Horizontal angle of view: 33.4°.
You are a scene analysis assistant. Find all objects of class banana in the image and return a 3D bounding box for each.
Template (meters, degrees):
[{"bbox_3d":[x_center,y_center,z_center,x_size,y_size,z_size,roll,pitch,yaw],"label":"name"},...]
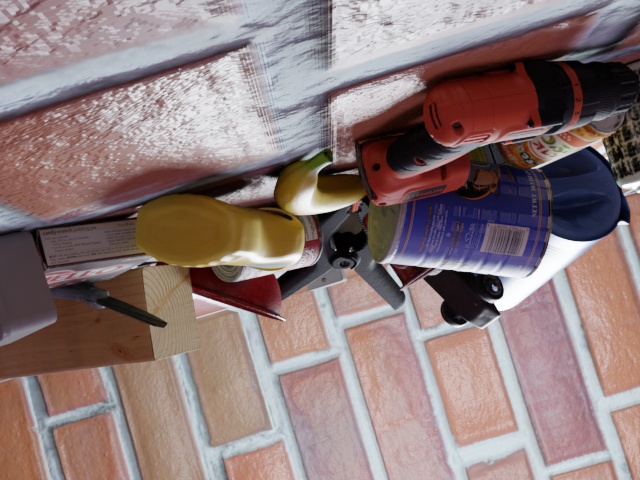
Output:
[{"bbox_3d":[-0.001,-0.045,0.940,0.070,0.037,0.197,-15,175,11],"label":"banana"}]

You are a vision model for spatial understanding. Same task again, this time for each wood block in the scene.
[{"bbox_3d":[-0.237,0.082,1.067,0.206,0.090,0.090,-9,178,23],"label":"wood block"}]

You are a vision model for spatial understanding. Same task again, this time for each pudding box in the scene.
[{"bbox_3d":[-0.204,0.013,0.889,0.113,0.039,0.090,-11,173,-43],"label":"pudding box"}]

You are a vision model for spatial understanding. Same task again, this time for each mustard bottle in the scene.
[{"bbox_3d":[-0.068,-0.003,0.917,0.096,0.058,0.191,2,178,25],"label":"mustard bottle"}]

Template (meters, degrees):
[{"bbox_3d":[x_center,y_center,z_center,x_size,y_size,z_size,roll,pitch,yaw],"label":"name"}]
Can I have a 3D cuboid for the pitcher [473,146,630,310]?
[{"bbox_3d":[0.234,-0.012,1.264,0.144,0.149,0.243,-27,164,-26],"label":"pitcher"}]

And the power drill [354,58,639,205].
[{"bbox_3d":[0.126,-0.085,0.819,0.184,0.057,0.188,-10,169,-28],"label":"power drill"}]

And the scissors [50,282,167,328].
[{"bbox_3d":[-0.215,0.049,0.928,0.096,0.016,0.202,-4,-165,-30],"label":"scissors"}]

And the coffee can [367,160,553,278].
[{"bbox_3d":[0.123,-0.023,0.961,0.140,0.103,0.103,6,170,-12],"label":"coffee can"}]

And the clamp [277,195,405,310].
[{"bbox_3d":[0.015,0.015,1.159,0.164,0.036,0.210,-3,142,-1],"label":"clamp"}]

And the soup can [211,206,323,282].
[{"bbox_3d":[-0.057,0.001,1.085,0.102,0.068,0.069,-12,173,-39],"label":"soup can"}]

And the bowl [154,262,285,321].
[{"bbox_3d":[-0.106,0.038,1.154,0.162,0.055,0.162,18,174,2],"label":"bowl"}]
